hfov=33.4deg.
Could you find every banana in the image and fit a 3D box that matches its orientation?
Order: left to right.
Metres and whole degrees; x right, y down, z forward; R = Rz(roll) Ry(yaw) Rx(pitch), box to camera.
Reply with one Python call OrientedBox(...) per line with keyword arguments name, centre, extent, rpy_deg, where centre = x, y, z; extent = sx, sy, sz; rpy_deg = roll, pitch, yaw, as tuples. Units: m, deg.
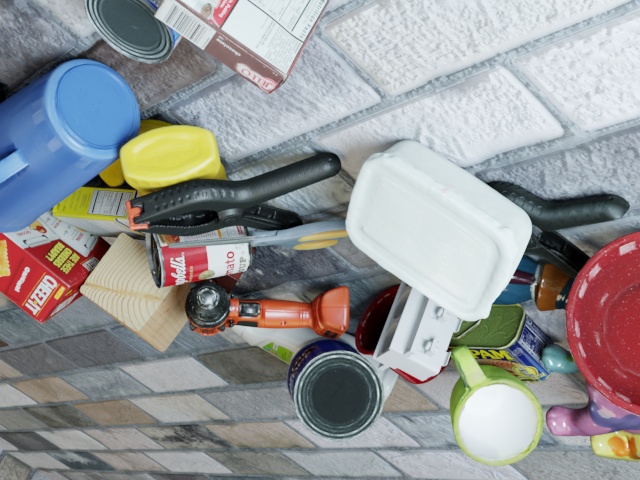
OrientedBox(name="banana", centre=(-0.208, -0.096, 1.178), extent=(0.069, 0.037, 0.198), rpy_deg=(40, 150, -24))

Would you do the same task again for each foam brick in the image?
OrientedBox(name="foam brick", centre=(-0.121, 0.029, 1.303), extent=(0.053, 0.051, 0.078), rpy_deg=(29, 153, -5))

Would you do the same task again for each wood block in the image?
OrientedBox(name="wood block", centre=(-0.223, 0.071, 1.354), extent=(0.091, 0.090, 0.206), rpy_deg=(34, 170, 7))

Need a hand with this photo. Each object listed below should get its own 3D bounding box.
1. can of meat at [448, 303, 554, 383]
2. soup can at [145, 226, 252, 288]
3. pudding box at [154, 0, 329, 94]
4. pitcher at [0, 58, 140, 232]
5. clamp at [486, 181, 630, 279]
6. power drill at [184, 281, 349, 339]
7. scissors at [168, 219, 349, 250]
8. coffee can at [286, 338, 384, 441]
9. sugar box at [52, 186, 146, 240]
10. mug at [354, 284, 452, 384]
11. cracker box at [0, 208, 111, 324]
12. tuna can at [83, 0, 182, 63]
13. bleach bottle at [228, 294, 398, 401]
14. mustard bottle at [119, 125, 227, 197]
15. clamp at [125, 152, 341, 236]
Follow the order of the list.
OrientedBox(name="can of meat", centre=(0.199, 0.114, 1.171), extent=(0.102, 0.057, 0.083), rpy_deg=(-5, 142, 46))
OrientedBox(name="soup can", centre=(-0.133, 0.010, 1.163), extent=(0.102, 0.068, 0.069), rpy_deg=(-11, 161, -20))
OrientedBox(name="pudding box", centre=(-0.060, -0.184, 0.844), extent=(0.113, 0.090, 0.039), rpy_deg=(34, 150, -14))
OrientedBox(name="pitcher", centre=(-0.304, -0.096, 1.134), extent=(0.144, 0.149, 0.243), rpy_deg=(17, 155, -37))
OrientedBox(name="clamp", centre=(0.202, -0.004, 0.976), extent=(0.172, 0.039, 0.120), rpy_deg=(14, 134, 34))
OrientedBox(name="power drill", centre=(-0.063, 0.079, 1.237), extent=(0.187, 0.057, 0.184), rpy_deg=(3, 170, -5))
OrientedBox(name="scissors", centre=(-0.057, 0.001, 1.137), extent=(0.201, 0.016, 0.096), rpy_deg=(-8, 168, -4))
OrientedBox(name="coffee can", centre=(0.015, 0.173, 1.256), extent=(0.103, 0.103, 0.140), rpy_deg=(29, 178, -4))
OrientedBox(name="sugar box", centre=(-0.227, -0.031, 1.278), extent=(0.177, 0.048, 0.093), rpy_deg=(2, 164, 34))
OrientedBox(name="mug", centre=(0.096, 0.106, 1.221), extent=(0.081, 0.093, 0.117), rpy_deg=(38, -177, -25))
OrientedBox(name="cracker box", centre=(-0.372, -0.008, 1.298), extent=(0.213, 0.164, 0.072), rpy_deg=(39, 108, 0))
OrientedBox(name="tuna can", centre=(-0.155, -0.193, 0.903), extent=(0.086, 0.033, 0.086), rpy_deg=(22, 150, 13))
OrientedBox(name="bleach bottle", centre=(-0.020, 0.134, 1.388), extent=(0.251, 0.068, 0.103), rpy_deg=(27, 153, 4))
OrientedBox(name="mustard bottle", centre=(-0.148, -0.063, 1.128), extent=(0.096, 0.058, 0.191), rpy_deg=(-13, 167, -3))
OrientedBox(name="clamp", centre=(-0.087, -0.041, 1.071), extent=(0.209, 0.036, 0.165), rpy_deg=(-4, 157, -25))
